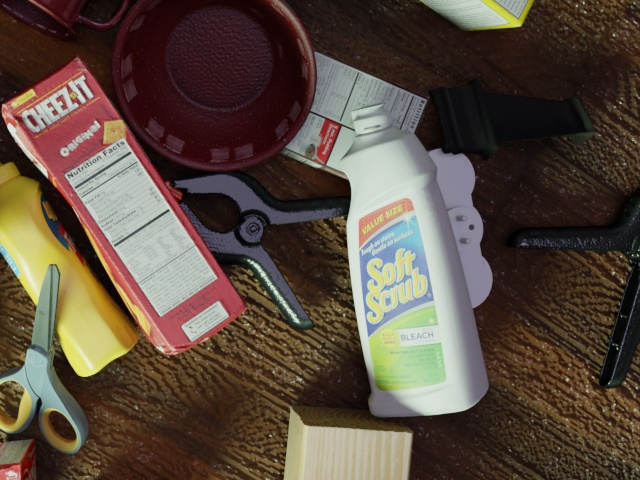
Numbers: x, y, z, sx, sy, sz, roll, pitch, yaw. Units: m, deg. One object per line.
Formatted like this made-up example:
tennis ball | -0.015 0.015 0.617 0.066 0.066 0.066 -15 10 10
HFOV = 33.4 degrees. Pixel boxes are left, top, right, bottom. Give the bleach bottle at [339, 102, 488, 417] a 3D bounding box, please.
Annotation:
bleach bottle | 0.062 0.015 0.868 0.103 0.068 0.251 -9 100 31

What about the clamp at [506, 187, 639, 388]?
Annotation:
clamp | 0.276 0.005 0.945 0.210 0.036 0.164 -42 98 -8

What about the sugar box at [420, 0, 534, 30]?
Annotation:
sugar box | 0.082 -0.233 0.856 0.176 0.093 0.048 32 83 -27

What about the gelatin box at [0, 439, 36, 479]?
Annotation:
gelatin box | -0.240 0.202 0.837 0.030 0.089 0.073 -4 92 -9

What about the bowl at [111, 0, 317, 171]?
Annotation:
bowl | -0.083 -0.139 0.856 0.162 0.055 0.162 0 114 0

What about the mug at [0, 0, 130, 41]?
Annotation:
mug | -0.203 -0.209 0.834 0.117 0.093 0.081 27 82 -3

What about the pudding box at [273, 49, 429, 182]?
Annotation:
pudding box | 0.024 -0.099 0.901 0.113 0.039 0.090 22 88 -11

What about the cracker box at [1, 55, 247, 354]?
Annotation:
cracker box | -0.152 -0.020 0.808 0.072 0.164 0.213 -35 97 -12

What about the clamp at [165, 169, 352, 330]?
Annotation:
clamp | -0.056 0.001 0.890 0.171 0.039 0.120 16 83 -6

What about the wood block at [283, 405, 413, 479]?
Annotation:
wood block | 0.015 0.248 0.882 0.090 0.090 0.206 5 91 -10

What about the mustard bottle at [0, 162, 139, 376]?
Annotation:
mustard bottle | -0.216 0.013 0.834 0.058 0.096 0.191 -34 96 -7

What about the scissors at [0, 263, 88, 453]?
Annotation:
scissors | -0.198 0.101 0.809 0.096 0.202 0.016 37 42 -5
